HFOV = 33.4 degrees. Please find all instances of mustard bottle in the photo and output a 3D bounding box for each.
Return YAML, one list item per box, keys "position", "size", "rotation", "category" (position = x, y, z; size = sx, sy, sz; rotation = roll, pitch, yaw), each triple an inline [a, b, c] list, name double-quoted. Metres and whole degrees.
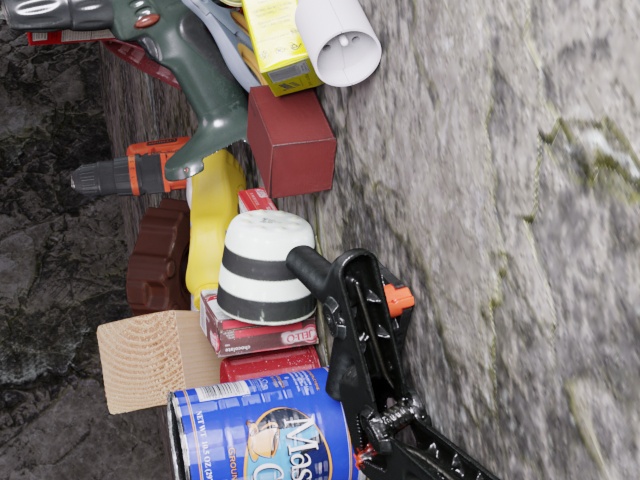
- position: [-0.108, 0.004, 1.110]
  size: [0.096, 0.058, 0.191]
  rotation: [82, -175, -53]
  category: "mustard bottle"

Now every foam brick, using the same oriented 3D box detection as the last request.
- position: [-0.023, -0.079, 0.823]
  size: [0.053, 0.051, 0.078]
  rotation: [97, 160, -44]
  category: "foam brick"

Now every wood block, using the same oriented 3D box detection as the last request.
- position: [-0.141, 0.126, 1.131]
  size: [0.205, 0.090, 0.091]
  rotation: [13, -114, -71]
  category: "wood block"

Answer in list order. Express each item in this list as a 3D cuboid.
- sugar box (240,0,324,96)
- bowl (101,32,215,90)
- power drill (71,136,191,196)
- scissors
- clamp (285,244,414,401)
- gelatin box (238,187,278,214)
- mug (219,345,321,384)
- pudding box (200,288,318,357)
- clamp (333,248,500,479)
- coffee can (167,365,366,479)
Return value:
- position: [-0.041, -0.199, 0.766]
  size: [0.093, 0.048, 0.176]
  rotation: [43, -150, -85]
  category: "sugar box"
- position: [-0.145, -0.197, 1.120]
  size: [0.055, 0.162, 0.162]
  rotation: [-66, 14, -3]
  category: "bowl"
- position: [-0.223, -0.094, 1.391]
  size: [0.187, 0.184, 0.057]
  rotation: [-115, 20, -77]
  category: "power drill"
- position: [-0.093, -0.177, 0.862]
  size: [0.201, 0.016, 0.096]
  rotation: [27, -141, -54]
  category: "scissors"
- position: [0.017, 0.042, 0.740]
  size: [0.120, 0.039, 0.172]
  rotation: [64, 157, 10]
  category: "clamp"
- position: [-0.057, 0.001, 1.048]
  size: [0.073, 0.030, 0.089]
  rotation: [-124, 28, -64]
  category: "gelatin box"
- position: [-0.041, 0.147, 0.952]
  size: [0.117, 0.081, 0.093]
  rotation: [-113, 21, -49]
  category: "mug"
- position: [-0.059, 0.069, 0.966]
  size: [0.113, 0.090, 0.039]
  rotation: [-139, 45, -71]
  category: "pudding box"
- position: [0.041, 0.099, 0.643]
  size: [0.164, 0.036, 0.210]
  rotation: [63, 165, 11]
  category: "clamp"
- position: [-0.044, 0.159, 0.847]
  size: [0.103, 0.140, 0.103]
  rotation: [172, 90, -76]
  category: "coffee can"
